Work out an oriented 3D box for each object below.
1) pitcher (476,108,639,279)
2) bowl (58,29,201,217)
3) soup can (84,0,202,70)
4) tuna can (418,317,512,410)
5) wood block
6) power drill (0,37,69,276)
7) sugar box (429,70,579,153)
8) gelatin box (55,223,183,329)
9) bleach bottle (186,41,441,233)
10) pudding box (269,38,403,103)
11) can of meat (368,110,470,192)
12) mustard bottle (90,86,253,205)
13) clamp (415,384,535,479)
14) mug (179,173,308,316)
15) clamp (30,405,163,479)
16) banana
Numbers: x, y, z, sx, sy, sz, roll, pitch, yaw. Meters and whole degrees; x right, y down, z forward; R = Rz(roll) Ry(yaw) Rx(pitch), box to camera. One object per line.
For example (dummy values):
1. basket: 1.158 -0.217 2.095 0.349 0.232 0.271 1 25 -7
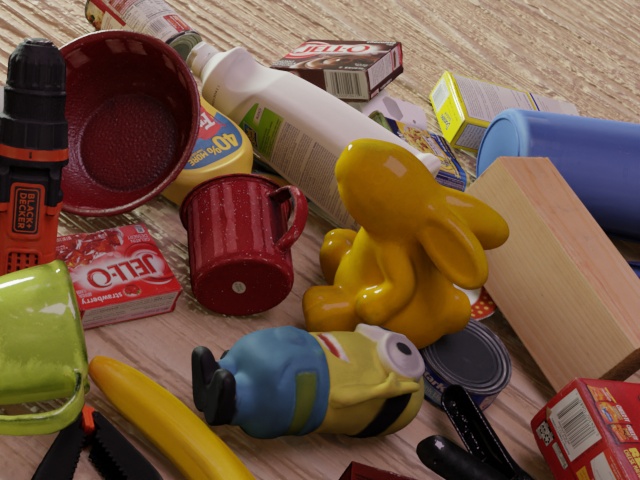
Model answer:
1. pitcher: 0.290 -0.055 1.105 0.242 0.145 0.149 7 32 -18
2. bowl: -0.169 -0.090 0.884 0.162 0.055 0.162 -3 75 11
3. soup can: -0.171 -0.206 1.035 0.102 0.069 0.068 45 42 18
4. tuna can: 0.115 0.103 0.895 0.086 0.034 0.086 16 41 -15
5. wood block: 0.212 0.032 0.957 0.090 0.091 0.206 -4 55 -47
6. power drill: -0.272 -0.056 0.744 0.187 0.184 0.057 4 13 -13
7. sugar box: 0.216 -0.129 1.194 0.176 0.048 0.093 13 41 -23
8. gelatin box: -0.161 0.026 0.822 0.089 0.030 0.073 -11 53 -37
9. bleach bottle: -0.018 -0.102 0.957 0.251 0.103 0.068 39 47 13
10. pudding box: 0.017 -0.176 1.098 0.114 0.039 0.089 9 33 26
11. can of meat: 0.088 -0.073 1.039 0.083 0.057 0.102 15 32 -27
12. mustard bottle: -0.117 -0.082 0.941 0.096 0.058 0.192 -31 67 -35
13. clamp: 0.140 0.183 0.804 0.171 0.039 0.120 47 26 -7
14. mug: -0.056 0.001 0.849 0.093 0.117 0.081 35 34 -41
15. clamp: -0.139 0.193 0.650 0.164 0.036 0.210 -2 46 -32
16. banana: -0.082 0.148 0.717 0.198 0.037 0.069 44 0 27
